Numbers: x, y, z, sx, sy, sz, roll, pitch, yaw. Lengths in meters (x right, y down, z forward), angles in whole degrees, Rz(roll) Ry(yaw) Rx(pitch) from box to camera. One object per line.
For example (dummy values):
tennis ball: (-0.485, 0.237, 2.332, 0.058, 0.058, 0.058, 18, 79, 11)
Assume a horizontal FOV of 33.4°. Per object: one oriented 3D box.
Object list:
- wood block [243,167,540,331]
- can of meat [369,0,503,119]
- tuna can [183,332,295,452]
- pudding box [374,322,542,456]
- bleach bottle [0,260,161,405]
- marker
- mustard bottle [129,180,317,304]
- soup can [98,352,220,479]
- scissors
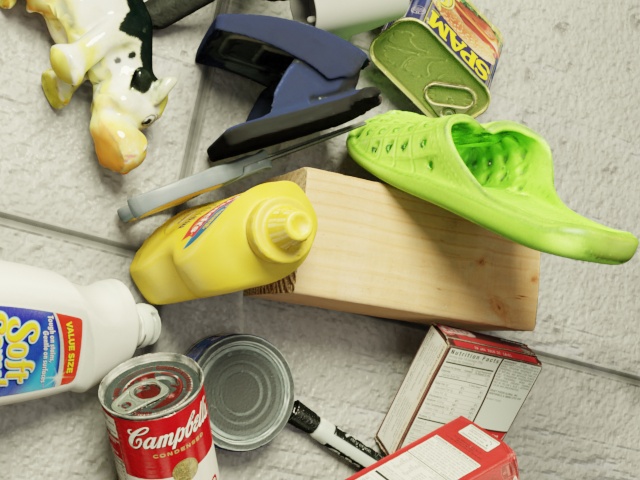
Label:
wood block: (0.057, 0.012, 0.810, 0.205, 0.091, 0.090, 10, 80, -25)
can of meat: (0.096, -0.154, 0.851, 0.102, 0.058, 0.083, 42, 43, -18)
tuna can: (-0.062, 0.109, 0.772, 0.086, 0.034, 0.086, 3, 84, -27)
pudding box: (0.106, 0.125, 0.826, 0.089, 0.039, 0.113, 15, 109, -24)
bleach bottle: (-0.195, 0.051, 0.650, 0.250, 0.068, 0.103, 0, 112, -53)
marker: (0.020, 0.157, 0.817, 0.121, 0.020, 0.020, 36, 70, -19)
mustard bottle: (-0.055, 0.000, 0.697, 0.096, 0.192, 0.058, -34, 101, -26)
soup can: (-0.104, 0.135, 0.708, 0.068, 0.069, 0.102, -22, 123, -27)
scissors: (-0.063, -0.049, 0.770, 0.201, 0.096, 0.016, -24, 94, -42)
